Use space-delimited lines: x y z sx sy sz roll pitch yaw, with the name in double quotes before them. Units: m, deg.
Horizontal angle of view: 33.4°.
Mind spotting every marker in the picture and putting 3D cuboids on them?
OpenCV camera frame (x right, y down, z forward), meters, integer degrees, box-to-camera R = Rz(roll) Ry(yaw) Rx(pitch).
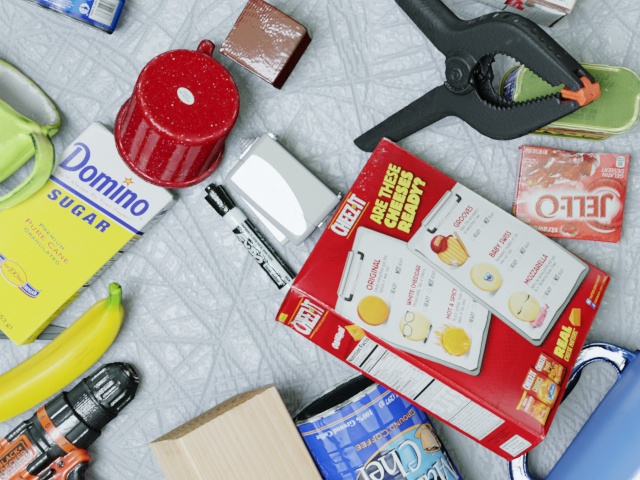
"marker" -0.056 0.001 0.893 0.020 0.020 0.121 -39 91 5

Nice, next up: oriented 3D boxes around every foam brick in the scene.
"foam brick" -0.043 -0.157 0.854 0.051 0.078 0.053 33 95 -1

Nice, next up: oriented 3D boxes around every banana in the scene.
"banana" -0.233 0.103 0.883 0.198 0.069 0.037 -38 54 0

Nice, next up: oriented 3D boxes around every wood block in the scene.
"wood block" -0.041 0.228 0.839 0.090 0.090 0.206 -27 90 -27

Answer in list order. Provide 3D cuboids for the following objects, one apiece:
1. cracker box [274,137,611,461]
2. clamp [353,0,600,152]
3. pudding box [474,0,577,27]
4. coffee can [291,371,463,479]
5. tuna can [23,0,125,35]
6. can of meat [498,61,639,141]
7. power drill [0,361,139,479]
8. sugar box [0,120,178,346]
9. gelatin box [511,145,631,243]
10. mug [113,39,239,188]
"cracker box" 0.096 0.045 0.825 0.213 0.072 0.164 31 57 2
"clamp" 0.106 -0.120 0.807 0.210 0.036 0.165 25 123 31
"pudding box" 0.142 -0.205 0.834 0.113 0.090 0.039 21 96 1
"coffee can" 0.052 0.181 0.856 0.103 0.103 0.140 -29 91 4
"tuna can" -0.201 -0.196 0.857 0.086 0.086 0.034 22 96 2
"can of meat" 0.195 -0.111 0.840 0.102 0.084 0.057 6 94 3
"power drill" -0.186 0.216 0.871 0.184 0.057 0.188 -41 68 0
"sugar box" -0.213 -0.006 0.881 0.093 0.048 0.176 45 91 0
"gelatin box" 0.203 -0.038 0.870 0.089 0.030 0.073 6 94 3
"mug" -0.107 -0.108 0.847 0.093 0.082 0.117 25 66 -10
